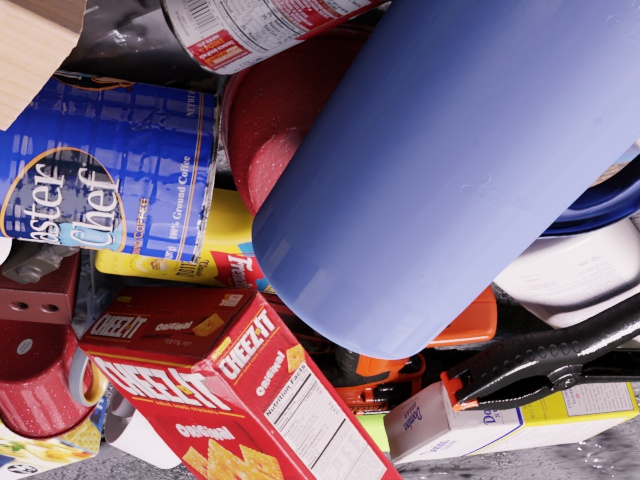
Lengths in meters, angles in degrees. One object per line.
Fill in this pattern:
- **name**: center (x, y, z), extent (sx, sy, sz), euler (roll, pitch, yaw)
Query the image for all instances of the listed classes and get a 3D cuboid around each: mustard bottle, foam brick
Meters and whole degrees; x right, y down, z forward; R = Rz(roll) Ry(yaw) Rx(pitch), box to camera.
- **mustard bottle**: center (-0.055, 0.001, 0.733), extent (0.191, 0.058, 0.096), euler (9, 151, -12)
- **foam brick**: center (-0.219, 0.027, 0.788), extent (0.078, 0.051, 0.053), euler (5, 149, -6)

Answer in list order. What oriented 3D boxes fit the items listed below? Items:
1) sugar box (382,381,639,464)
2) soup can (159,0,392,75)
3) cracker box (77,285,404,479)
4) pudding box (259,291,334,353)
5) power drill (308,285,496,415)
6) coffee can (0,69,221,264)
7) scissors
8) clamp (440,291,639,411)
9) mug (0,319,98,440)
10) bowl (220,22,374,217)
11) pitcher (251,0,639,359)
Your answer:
- **sugar box**: center (0.147, 0.134, 0.828), extent (0.176, 0.048, 0.093), euler (2, 154, -25)
- **soup can**: center (-0.019, -0.128, 0.514), extent (0.102, 0.068, 0.068), euler (-19, 143, 31)
- **cracker box**: center (-0.058, 0.132, 0.790), extent (0.164, 0.072, 0.213), euler (-2, 133, 47)
- **pudding box**: center (-0.042, 0.087, 0.889), extent (0.090, 0.039, 0.114), euler (16, 146, -23)
- **power drill**: center (0.067, 0.082, 0.795), extent (0.184, 0.057, 0.188), euler (-3, 154, -12)
- **coffee can**: center (-0.135, -0.046, 0.619), extent (0.140, 0.103, 0.103), euler (8, 148, -10)
- **scissors**: center (-0.160, 0.041, 0.828), extent (0.016, 0.096, 0.202), euler (25, 121, 17)
- **clamp**: center (0.172, 0.087, 0.749), extent (0.171, 0.039, 0.120), euler (-18, 141, 5)
- **mug**: center (-0.247, 0.106, 0.885), extent (0.117, 0.093, 0.081), euler (0, 144, 6)
- **bowl**: center (0.010, -0.040, 0.609), extent (0.162, 0.055, 0.162), euler (10, 129, 12)
- **pitcher**: center (0.082, -0.057, 0.485), extent (0.243, 0.149, 0.144), euler (-52, 162, 27)
